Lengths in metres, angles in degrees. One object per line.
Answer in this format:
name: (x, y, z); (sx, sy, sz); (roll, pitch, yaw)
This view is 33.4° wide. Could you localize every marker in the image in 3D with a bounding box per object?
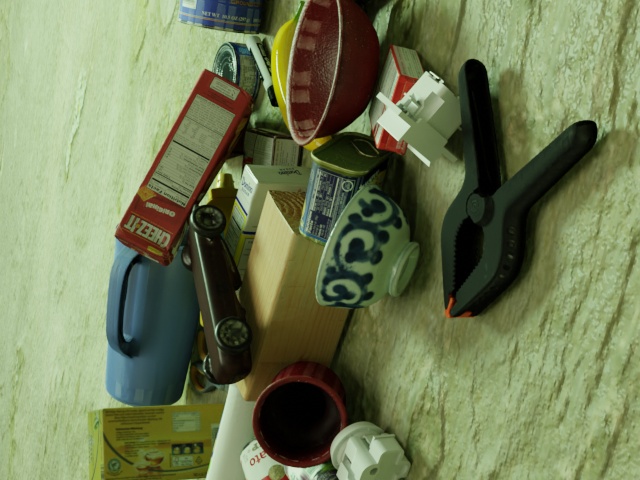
marker: (-0.066, -0.203, 1.286); (0.020, 0.020, 0.121); (-62, 37, 40)

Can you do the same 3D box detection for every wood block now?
wood block: (-0.027, 0.060, 1.114); (0.090, 0.090, 0.206); (-123, 43, -51)

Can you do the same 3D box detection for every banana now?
banana: (-0.025, -0.169, 1.186); (0.070, 0.037, 0.198); (-47, 48, 54)

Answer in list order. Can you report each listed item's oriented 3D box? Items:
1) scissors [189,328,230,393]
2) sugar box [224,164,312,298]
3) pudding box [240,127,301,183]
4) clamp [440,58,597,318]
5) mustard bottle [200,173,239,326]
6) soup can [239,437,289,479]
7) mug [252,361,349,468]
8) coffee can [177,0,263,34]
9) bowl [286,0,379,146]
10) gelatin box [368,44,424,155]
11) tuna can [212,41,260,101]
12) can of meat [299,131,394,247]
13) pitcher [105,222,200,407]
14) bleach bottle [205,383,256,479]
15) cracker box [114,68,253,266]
scissors: (-0.128, 0.165, 1.386); (0.202, 0.016, 0.096); (-4, 85, 62)
sugar box: (-0.058, 0.001, 1.178); (0.048, 0.093, 0.176); (53, 133, 48)
pudding box: (-0.061, -0.071, 1.248); (0.090, 0.039, 0.113); (24, 111, 61)
clamp: (0.136, -0.036, 0.868); (0.165, 0.036, 0.210); (54, 135, 49)
mustard bottle: (-0.118, 0.011, 1.331); (0.096, 0.058, 0.191); (164, 105, -64)
soup can: (-0.043, 0.268, 1.158); (0.069, 0.068, 0.102); (-65, 35, 38)
mug: (-0.007, 0.176, 1.065); (0.093, 0.117, 0.081); (-53, 2, 10)
coffee can: (-0.114, -0.329, 1.298); (0.103, 0.102, 0.140); (34, 119, 59)
bowl: (0.016, -0.169, 1.040); (0.162, 0.055, 0.162); (-174, 90, -71)
gelatin box: (0.071, -0.130, 0.980); (0.089, 0.030, 0.073); (-97, 21, -61)
tuna can: (-0.108, -0.208, 1.352); (0.086, 0.033, 0.086); (-8, 81, 62)
can of meat: (0.024, -0.048, 1.022); (0.057, 0.102, 0.084); (21, 117, 17)
pitcher: (-0.228, 0.100, 1.432); (0.145, 0.149, 0.243); (-138, 55, -62)
bleach bottle: (-0.091, 0.220, 1.249); (0.102, 0.068, 0.251); (-43, -36, -84)
cracker box: (-0.156, -0.078, 1.246); (0.213, 0.072, 0.164); (-63, 4, -6)
